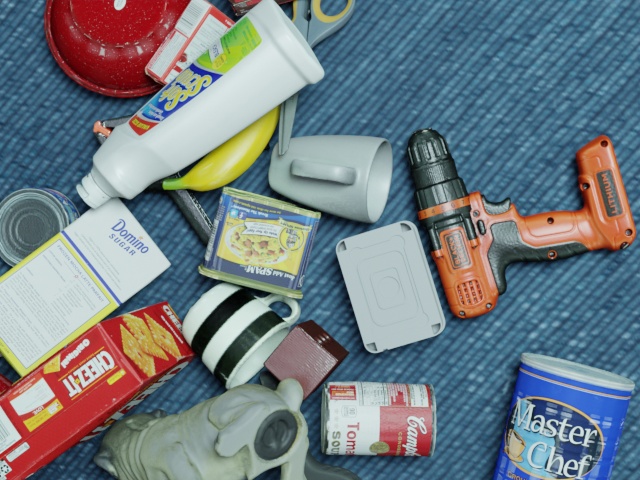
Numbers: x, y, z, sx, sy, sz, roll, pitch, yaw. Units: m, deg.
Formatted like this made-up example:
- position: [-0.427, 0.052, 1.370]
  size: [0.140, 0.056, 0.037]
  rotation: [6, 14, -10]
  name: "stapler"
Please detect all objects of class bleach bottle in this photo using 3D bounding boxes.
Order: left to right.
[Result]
- position: [-0.119, -0.111, 0.975]
  size: [0.251, 0.102, 0.068]
  rotation: [-37, 126, 10]
  name: "bleach bottle"

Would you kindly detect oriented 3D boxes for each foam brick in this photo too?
- position: [-0.013, 0.112, 1.011]
  size: [0.053, 0.078, 0.051]
  rotation: [42, 96, 7]
  name: "foam brick"

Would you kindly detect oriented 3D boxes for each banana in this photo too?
- position: [-0.074, -0.120, 1.020]
  size: [0.069, 0.037, 0.197]
  rotation: [29, 76, 6]
  name: "banana"

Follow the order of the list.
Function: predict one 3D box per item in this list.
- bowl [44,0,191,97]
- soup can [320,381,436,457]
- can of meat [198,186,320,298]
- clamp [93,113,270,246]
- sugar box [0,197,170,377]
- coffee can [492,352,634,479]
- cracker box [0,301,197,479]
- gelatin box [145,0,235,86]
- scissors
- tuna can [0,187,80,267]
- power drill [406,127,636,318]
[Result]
- position: [-0.192, -0.224, 1.036]
  size: [0.162, 0.055, 0.162]
  rotation: [0, 82, -2]
  name: "bowl"
- position: [0.053, 0.167, 0.996]
  size: [0.102, 0.068, 0.068]
  rotation: [2, 90, -3]
  name: "soup can"
- position: [-0.057, 0.001, 1.017]
  size: [0.102, 0.057, 0.084]
  rotation: [14, 95, -10]
  name: "can of meat"
- position: [-0.146, -0.067, 1.052]
  size: [0.171, 0.039, 0.120]
  rotation: [17, 87, 5]
  name: "clamp"
- position: [-0.242, 0.043, 1.026]
  size: [0.176, 0.048, 0.093]
  rotation: [-39, 96, -20]
  name: "sugar box"
- position: [0.216, 0.182, 0.964]
  size: [0.103, 0.102, 0.140]
  rotation: [14, 91, 8]
  name: "coffee can"
- position: [-0.211, 0.136, 0.971]
  size: [0.164, 0.213, 0.072]
  rotation: [-37, 86, 6]
  name: "cracker box"
- position: [-0.118, -0.181, 1.030]
  size: [0.030, 0.073, 0.089]
  rotation: [38, 96, 32]
  name: "gelatin box"
- position: [-0.005, -0.177, 1.015]
  size: [0.096, 0.016, 0.202]
  rotation: [-8, 70, -2]
  name: "scissors"
- position: [-0.286, -0.011, 1.073]
  size: [0.086, 0.033, 0.086]
  rotation: [0, 89, 8]
  name: "tuna can"
- position: [0.185, -0.036, 0.996]
  size: [0.188, 0.057, 0.184]
  rotation: [-17, 91, 10]
  name: "power drill"
